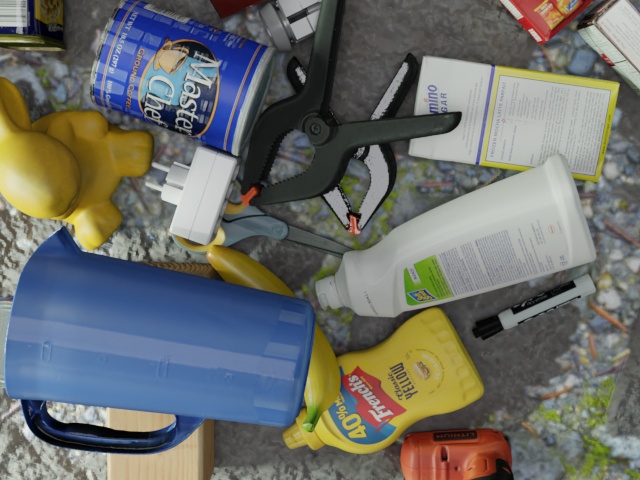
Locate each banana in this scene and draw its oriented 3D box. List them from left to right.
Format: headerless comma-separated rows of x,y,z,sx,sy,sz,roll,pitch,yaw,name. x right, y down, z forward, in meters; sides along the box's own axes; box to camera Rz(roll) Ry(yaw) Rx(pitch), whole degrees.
-0.034,0.080,0.988,0.037,0.069,0.198,-43,70,29,banana

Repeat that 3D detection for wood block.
-0.148,0.128,1.002,0.091,0.090,0.206,2,98,2,wood block

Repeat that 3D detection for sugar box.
0.173,-0.112,0.972,0.176,0.048,0.093,10,101,5,sugar box

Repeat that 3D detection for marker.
0.200,0.064,1.008,0.121,0.020,0.020,-24,96,6,marker

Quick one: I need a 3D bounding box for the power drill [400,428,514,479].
0.113,0.225,0.951,0.184,0.187,0.057,-1,99,2,power drill

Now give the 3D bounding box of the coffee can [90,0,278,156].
-0.121,-0.146,0.954,0.140,0.103,0.103,20,99,0,coffee can

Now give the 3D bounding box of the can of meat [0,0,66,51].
-0.265,-0.215,0.955,0.057,0.102,0.084,2,96,3,can of meat

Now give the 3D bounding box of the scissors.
-0.057,0.001,1.016,0.201,0.016,0.096,35,100,-2,scissors

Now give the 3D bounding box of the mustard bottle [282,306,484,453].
0.050,0.146,1.008,0.192,0.058,0.096,-29,85,8,mustard bottle

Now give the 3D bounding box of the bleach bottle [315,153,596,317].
0.113,0.009,0.965,0.251,0.068,0.102,-18,126,13,bleach bottle

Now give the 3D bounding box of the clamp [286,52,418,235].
0.021,-0.094,0.988,0.120,0.039,0.171,9,96,13,clamp

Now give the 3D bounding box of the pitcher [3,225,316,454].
-0.133,0.094,0.891,0.243,0.149,0.145,10,56,-2,pitcher

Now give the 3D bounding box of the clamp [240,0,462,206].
0.011,-0.098,0.950,0.164,0.036,0.210,43,110,9,clamp
